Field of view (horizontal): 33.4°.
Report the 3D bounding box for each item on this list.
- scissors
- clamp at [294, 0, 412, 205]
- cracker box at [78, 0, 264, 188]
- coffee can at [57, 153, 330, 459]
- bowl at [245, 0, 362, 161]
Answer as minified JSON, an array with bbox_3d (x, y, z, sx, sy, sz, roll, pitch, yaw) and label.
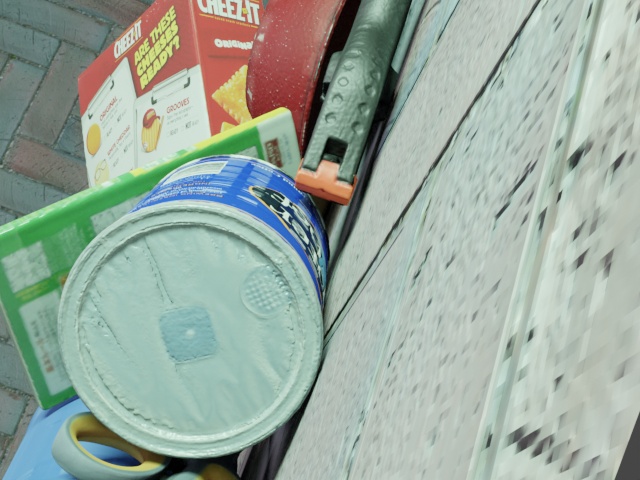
[{"bbox_3d":[-0.063,0.088,0.480,0.016,0.096,0.202,-61,7,6],"label":"scissors"},{"bbox_3d":[0.020,-0.076,0.554,0.120,0.039,0.171,95,-166,-55],"label":"clamp"},{"bbox_3d":[-0.094,-0.049,0.745,0.164,0.071,0.214,-28,65,46],"label":"cracker box"},{"bbox_3d":[-0.048,0.021,0.475,0.140,0.103,0.103,-82,12,-78],"label":"coffee can"},{"bbox_3d":[-0.003,-0.112,0.660,0.162,0.055,0.162,20,-90,-78],"label":"bowl"}]
